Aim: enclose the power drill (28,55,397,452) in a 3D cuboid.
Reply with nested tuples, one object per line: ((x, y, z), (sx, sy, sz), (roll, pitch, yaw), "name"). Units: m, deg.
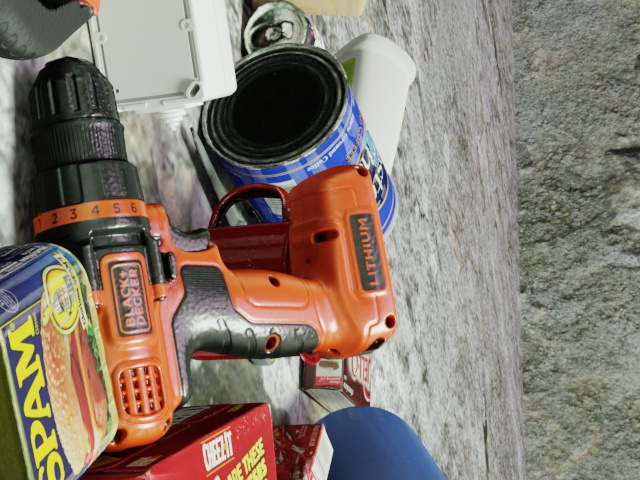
((-0.054, 0.001, 0.537), (0.187, 0.057, 0.184), (-5, 83, -39), "power drill")

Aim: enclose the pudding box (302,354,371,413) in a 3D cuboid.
((0.017, 0.099, 0.928), (0.113, 0.039, 0.090), (49, 39, -64), "pudding box")

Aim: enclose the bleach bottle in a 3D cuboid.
((0.020, -0.051, 0.874), (0.068, 0.103, 0.250), (32, 47, -26), "bleach bottle")

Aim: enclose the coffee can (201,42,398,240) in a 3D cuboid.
((-0.011, -0.055, 0.754), (0.140, 0.103, 0.103), (60, 30, -54), "coffee can")

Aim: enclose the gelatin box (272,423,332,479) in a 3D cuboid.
((-0.037, 0.155, 0.661), (0.089, 0.073, 0.030), (-73, 153, -50), "gelatin box")

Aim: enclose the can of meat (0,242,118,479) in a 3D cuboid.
((-0.124, 0.058, 0.416), (0.084, 0.057, 0.102), (-52, 136, -71), "can of meat")

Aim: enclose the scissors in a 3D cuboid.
((-0.057, 0.017, 0.736), (0.201, 0.016, 0.096), (60, 29, -56), "scissors")

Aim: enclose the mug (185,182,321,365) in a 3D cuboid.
((-0.044, 0.020, 0.657), (0.093, 0.082, 0.117), (43, 45, -67), "mug")

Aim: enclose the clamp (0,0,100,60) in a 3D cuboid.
((-0.138, -0.130, 0.441), (0.171, 0.039, 0.120), (-33, 134, -78), "clamp")
